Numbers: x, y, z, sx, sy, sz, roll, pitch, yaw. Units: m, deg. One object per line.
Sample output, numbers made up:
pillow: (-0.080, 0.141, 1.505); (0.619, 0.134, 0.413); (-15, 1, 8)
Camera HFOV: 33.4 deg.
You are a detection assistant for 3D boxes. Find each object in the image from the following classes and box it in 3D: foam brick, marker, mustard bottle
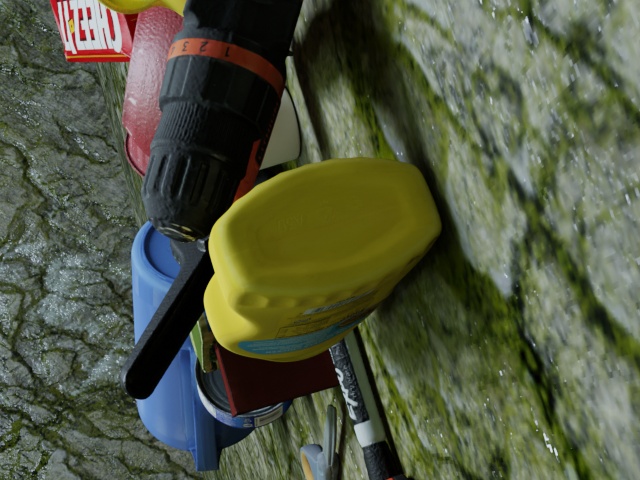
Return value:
foam brick: (-0.030, 0.087, 0.739); (0.053, 0.078, 0.051); (120, 134, -76)
marker: (0.023, 0.092, 0.646); (0.020, 0.020, 0.121); (115, 139, -71)
mustard bottle: (-0.008, 0.021, 0.524); (0.192, 0.096, 0.058); (114, 136, -71)

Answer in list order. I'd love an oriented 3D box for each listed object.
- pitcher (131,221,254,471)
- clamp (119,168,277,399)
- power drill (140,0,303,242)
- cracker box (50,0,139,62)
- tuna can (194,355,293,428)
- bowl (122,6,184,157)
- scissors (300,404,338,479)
pitcher: (-0.113, 0.092, 1.001); (0.149, 0.144, 0.243); (33, 144, 24)
clamp: (-0.055, 0.001, 0.727); (0.036, 0.165, 0.210); (51, -155, -32)
power drill: (-0.047, -0.073, 0.542); (0.188, 0.057, 0.184); (129, 159, -75)
cracker box: (-0.182, -0.254, 0.862); (0.164, 0.072, 0.214); (15, 122, 57)
tuna can: (-0.060, 0.112, 0.884); (0.034, 0.086, 0.086); (94, 158, -60)
bowl: (-0.107, -0.122, 0.763); (0.162, 0.055, 0.162); (-171, 90, -81)
scissors: (0.000, 0.166, 0.839); (0.096, 0.016, 0.202); (-118, 19, -48)
